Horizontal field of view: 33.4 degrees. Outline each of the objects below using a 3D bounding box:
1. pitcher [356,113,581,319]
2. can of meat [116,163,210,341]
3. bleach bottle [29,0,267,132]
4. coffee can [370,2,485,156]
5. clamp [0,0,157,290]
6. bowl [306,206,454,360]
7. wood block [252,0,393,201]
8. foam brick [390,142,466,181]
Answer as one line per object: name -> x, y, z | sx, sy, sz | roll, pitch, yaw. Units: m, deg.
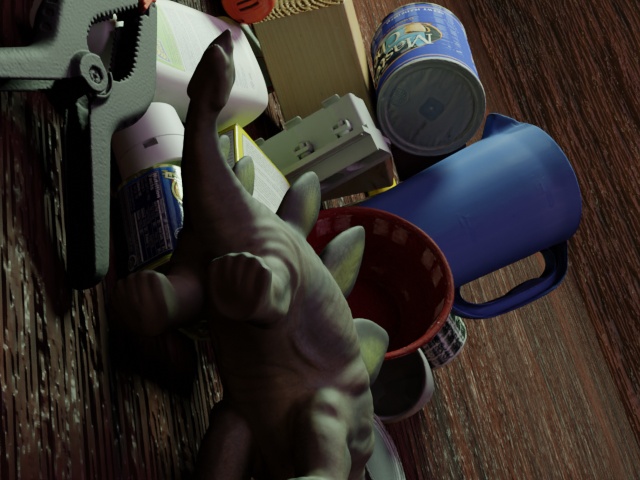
pitcher -> 0.130, -0.005, 1.050 | 0.149, 0.242, 0.145 | 48, -26, 37
can of meat -> -0.090, 0.008, 0.718 | 0.102, 0.057, 0.084 | 43, 24, -51
bleach bottle -> -0.130, -0.146, 0.804 | 0.102, 0.068, 0.250 | 65, 20, 14
coffee can -> 0.104, -0.162, 1.059 | 0.102, 0.103, 0.140 | 55, 19, -29
clamp -> -0.154, -0.097, 0.636 | 0.164, 0.036, 0.210 | 50, 40, -36
bowl -> 0.030, 0.049, 0.911 | 0.055, 0.162, 0.162 | 97, -14, -51
wood block -> 0.006, -0.153, 1.073 | 0.090, 0.091, 0.206 | -89, 164, -55
foam brick -> 0.112, -0.105, 1.125 | 0.051, 0.078, 0.053 | 67, 12, -47
